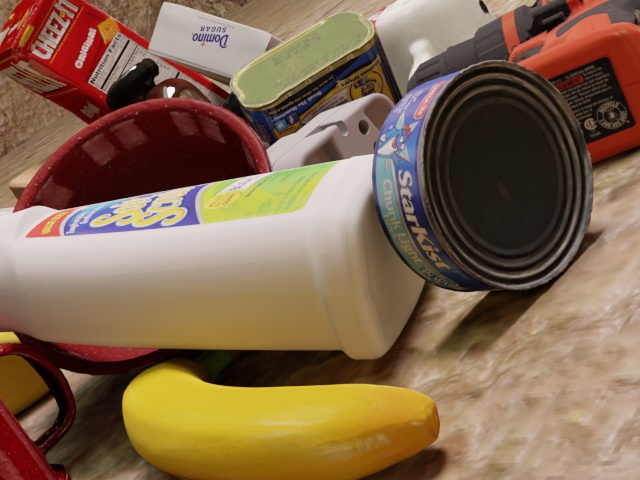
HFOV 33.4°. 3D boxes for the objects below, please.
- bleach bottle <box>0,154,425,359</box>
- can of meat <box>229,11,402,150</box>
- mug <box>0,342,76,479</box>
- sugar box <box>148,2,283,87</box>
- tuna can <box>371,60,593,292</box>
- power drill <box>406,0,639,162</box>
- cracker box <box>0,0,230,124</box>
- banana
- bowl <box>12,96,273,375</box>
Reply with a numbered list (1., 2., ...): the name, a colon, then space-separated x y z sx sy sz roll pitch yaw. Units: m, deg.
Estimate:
1. bleach bottle: -0.084 0.013 0.475 0.251 0.068 0.102 -5 20 22
2. can of meat: 0.002 -0.086 0.686 0.102 0.084 0.057 -32 42 -5
3. mug: -0.162 0.092 0.469 0.117 0.081 0.093 -38 17 -25
4. sugar box: -0.052 -0.138 0.837 0.048 0.093 0.176 -71 -17 2
5. tuna can: 0.062 -0.023 0.406 0.086 0.086 0.034 -40 16 -30
6. power drill: 0.115 -0.088 0.563 0.185 0.057 0.187 -23 17 26
7. cracker box: -0.171 -0.128 0.924 0.072 0.213 0.164 -63 23 -8
8. banana: -0.033 0.064 0.401 0.069 0.037 0.198 -37 17 -21
9. bowl: -0.089 0.005 0.570 0.162 0.055 0.162 -10 59 18
